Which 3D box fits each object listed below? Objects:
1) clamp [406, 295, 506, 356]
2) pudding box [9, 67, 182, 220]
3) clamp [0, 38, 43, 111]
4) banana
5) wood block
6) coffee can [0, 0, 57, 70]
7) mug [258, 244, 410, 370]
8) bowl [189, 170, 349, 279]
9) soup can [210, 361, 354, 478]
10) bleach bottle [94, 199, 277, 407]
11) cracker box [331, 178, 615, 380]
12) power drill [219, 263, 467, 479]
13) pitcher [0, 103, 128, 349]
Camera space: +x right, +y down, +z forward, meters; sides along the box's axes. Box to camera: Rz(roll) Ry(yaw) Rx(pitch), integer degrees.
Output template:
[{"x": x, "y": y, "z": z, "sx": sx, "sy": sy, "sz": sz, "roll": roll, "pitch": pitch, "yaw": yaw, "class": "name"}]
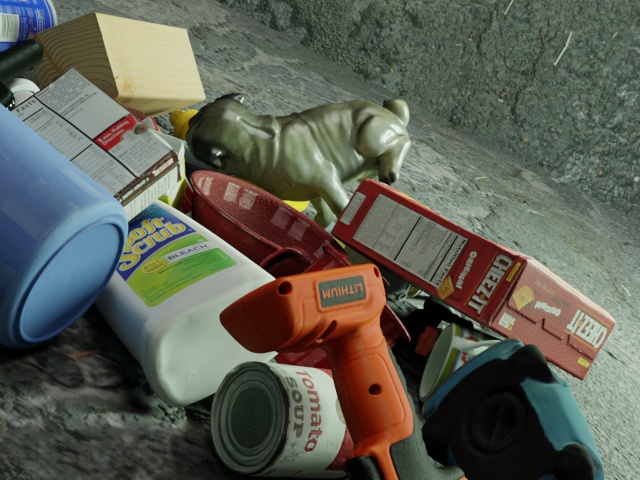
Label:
[{"x": 0.139, "y": 0.095, "z": 1.028, "sx": 0.120, "sy": 0.039, "sz": 0.171, "roll": 21, "pitch": 12, "yaw": 15, "class": "clamp"}, {"x": -0.166, "y": -0.058, "z": 0.737, "sx": 0.114, "sy": 0.039, "sz": 0.090, "roll": 37, "pitch": 62, "yaw": 20, "class": "pudding box"}, {"x": -0.313, "y": -0.139, "z": 0.948, "sx": 0.164, "sy": 0.036, "sz": 0.210, "roll": -6, "pitch": 34, "yaw": -25, "class": "clamp"}, {"x": -0.020, "y": 0.005, "z": 1.051, "sx": 0.198, "sy": 0.037, "sz": 0.069, "roll": 36, "pitch": 18, "yaw": 29, "class": "banana"}, {"x": -0.219, "y": -0.187, "z": 1.179, "sx": 0.090, "sy": 0.091, "sz": 0.205, "roll": -15, "pitch": 1, "yaw": 20, "class": "wood block"}, {"x": -0.352, "y": -0.225, "z": 1.106, "sx": 0.103, "sy": 0.103, "sz": 0.140, "roll": 30, "pitch": 15, "yaw": 8, "class": "coffee can"}, {"x": -0.005, "y": 0.055, "z": 0.763, "sx": 0.117, "sy": 0.081, "sz": 0.093, "roll": 47, "pitch": -6, "yaw": 19, "class": "mug"}, {"x": -0.056, "y": 0.001, "z": 0.956, "sx": 0.162, "sy": 0.055, "sz": 0.162, "roll": 28, "pitch": 14, "yaw": -8, "class": "bowl"}, {"x": -0.008, "y": 0.111, "z": 0.652, "sx": 0.102, "sy": 0.068, "sz": 0.069, "roll": 14, "pitch": 20, "yaw": -44, "class": "soup can"}, {"x": -0.126, "y": 0.018, "z": 0.742, "sx": 0.102, "sy": 0.068, "sz": 0.251, "roll": -26, "pitch": 34, "yaw": -25, "class": "bleach bottle"}, {"x": 0.137, "y": 0.031, "z": 0.968, "sx": 0.164, "sy": 0.072, "sz": 0.214, "roll": 29, "pitch": 1, "yaw": -43, "class": "cracker box"}, {"x": 0.015, "y": 0.110, "z": 0.571, "sx": 0.184, "sy": 0.057, "sz": 0.188, "roll": -7, "pitch": 72, "yaw": -56, "class": "power drill"}, {"x": -0.246, "y": -0.037, "z": 0.646, "sx": 0.243, "sy": 0.149, "sz": 0.145, "roll": 35, "pitch": 1, "yaw": 14, "class": "pitcher"}]
